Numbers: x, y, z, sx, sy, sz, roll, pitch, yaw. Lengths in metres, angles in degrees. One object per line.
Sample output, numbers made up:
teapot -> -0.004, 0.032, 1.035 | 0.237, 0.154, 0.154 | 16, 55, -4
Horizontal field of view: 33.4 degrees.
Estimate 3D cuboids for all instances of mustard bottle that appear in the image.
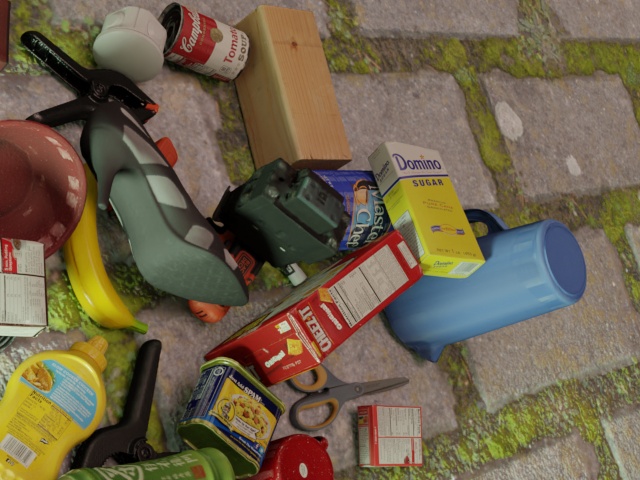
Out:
mustard bottle -> -0.261, 0.163, 1.021 | 0.096, 0.058, 0.191 | 39, 49, -7

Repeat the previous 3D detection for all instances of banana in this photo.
banana -> -0.242, 0.012, 1.127 | 0.069, 0.037, 0.198 | -5, 75, -61

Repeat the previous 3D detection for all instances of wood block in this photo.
wood block -> -0.042, -0.181, 1.350 | 0.090, 0.090, 0.206 | -3, 73, -41

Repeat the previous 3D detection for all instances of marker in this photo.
marker -> -0.059, 0.002, 1.300 | 0.121, 0.020, 0.020 | 55, 46, -7

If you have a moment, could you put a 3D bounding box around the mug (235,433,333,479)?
mug -> -0.033, 0.251, 1.164 | 0.117, 0.082, 0.093 | -34, 95, -44

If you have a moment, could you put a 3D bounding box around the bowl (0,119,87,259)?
bowl -> -0.314, -0.050, 1.043 | 0.161, 0.055, 0.162 | -18, 123, -29

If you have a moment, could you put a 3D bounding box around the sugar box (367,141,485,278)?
sugar box -> 0.128, -0.039, 1.301 | 0.093, 0.048, 0.176 | 7, 53, -36

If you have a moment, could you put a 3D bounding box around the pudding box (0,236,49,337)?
pudding box -> -0.313, 0.041, 0.997 | 0.113, 0.039, 0.090 | 7, 68, -37

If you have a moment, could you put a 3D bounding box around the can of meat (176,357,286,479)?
can of meat -> -0.094, 0.188, 1.119 | 0.102, 0.058, 0.083 | 45, 44, -23

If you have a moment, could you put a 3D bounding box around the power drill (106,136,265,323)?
power drill -> -0.136, -0.027, 1.212 | 0.187, 0.057, 0.184 | 44, 53, -16

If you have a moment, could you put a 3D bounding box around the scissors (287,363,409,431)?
scissors -> 0.029, 0.168, 1.303 | 0.201, 0.016, 0.096 | -24, 87, -45

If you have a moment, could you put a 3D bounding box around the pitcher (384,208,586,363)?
pitcher -> 0.206, 0.045, 1.354 | 0.149, 0.243, 0.144 | 56, 42, -14

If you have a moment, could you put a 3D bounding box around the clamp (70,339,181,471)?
clamp -> -0.178, 0.222, 1.083 | 0.164, 0.036, 0.209 | 51, 45, -13

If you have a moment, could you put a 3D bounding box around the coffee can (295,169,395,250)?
coffee can -> 0.026, -0.038, 1.334 | 0.140, 0.103, 0.103 | -3, 73, -42

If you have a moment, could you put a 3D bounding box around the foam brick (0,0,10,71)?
foam brick -> -0.359, -0.213, 1.114 | 0.051, 0.053, 0.078 | 12, 62, -37

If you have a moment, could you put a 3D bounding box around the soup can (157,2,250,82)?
soup can -> -0.145, -0.240, 1.303 | 0.102, 0.069, 0.068 | 18, 60, -36

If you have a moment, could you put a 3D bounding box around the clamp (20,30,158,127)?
clamp -> -0.258, -0.153, 1.183 | 0.171, 0.039, 0.120 | 20, 61, -34

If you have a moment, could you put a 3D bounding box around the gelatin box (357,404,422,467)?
gelatin box -> 0.085, 0.239, 1.302 | 0.089, 0.030, 0.073 | 10, 74, -41

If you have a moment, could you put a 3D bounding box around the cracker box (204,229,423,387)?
cracker box -> -0.003, 0.085, 1.209 | 0.213, 0.164, 0.072 | -36, 94, -45
